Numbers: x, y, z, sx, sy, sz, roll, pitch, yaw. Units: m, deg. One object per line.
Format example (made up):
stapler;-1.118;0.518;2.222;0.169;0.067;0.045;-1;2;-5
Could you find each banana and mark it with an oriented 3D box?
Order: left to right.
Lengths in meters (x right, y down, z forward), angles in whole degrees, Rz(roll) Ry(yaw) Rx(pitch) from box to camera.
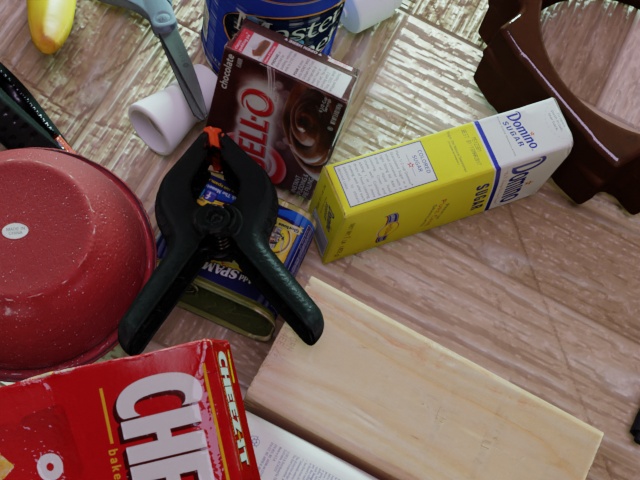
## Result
banana;-0.214;-0.220;0.791;0.037;0.069;0.198;-23;78;21

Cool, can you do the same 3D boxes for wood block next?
wood block;0.059;0.120;0.687;0.206;0.091;0.090;28;68;2

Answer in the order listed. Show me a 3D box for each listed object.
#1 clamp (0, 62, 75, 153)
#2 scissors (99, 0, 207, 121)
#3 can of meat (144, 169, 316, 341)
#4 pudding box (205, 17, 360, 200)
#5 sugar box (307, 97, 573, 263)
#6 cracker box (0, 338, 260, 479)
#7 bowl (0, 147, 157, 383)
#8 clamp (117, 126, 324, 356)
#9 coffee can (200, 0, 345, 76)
clamp;-0.250;-0.127;0.716;0.036;0.164;0.210;-41;89;5
scissors;-0.135;-0.163;0.785;0.096;0.016;0.202;-5;57;-2
can of meat;-0.062;0.008;0.730;0.102;0.057;0.084;24;66;1
pudding box;-0.029;-0.088;0.741;0.090;0.114;0.039;24;51;1
sugar box;0.082;-0.041;0.751;0.176;0.093;0.048;-16;73;-14
cracker box;-0.137;0.154;0.556;0.213;0.072;0.164;-14;83;2
bowl;-0.182;0.003;0.655;0.162;0.055;0.162;2;67;-5
clamp;-0.054;0.001;0.668;0.120;0.039;0.171;7;55;-3
coffee can;-0.032;-0.180;0.761;0.102;0.140;0.103;3;69;-8
